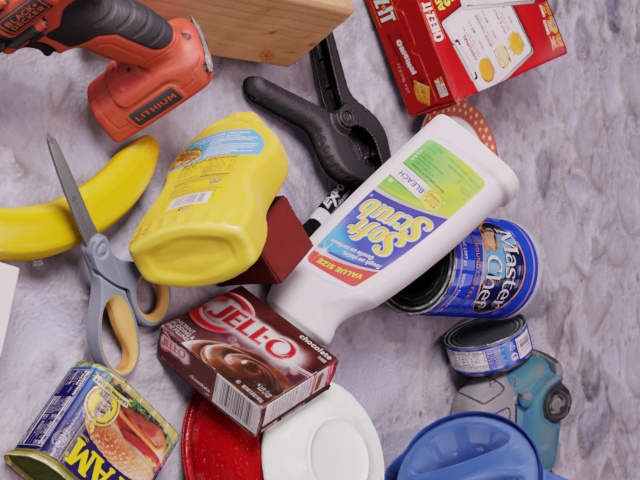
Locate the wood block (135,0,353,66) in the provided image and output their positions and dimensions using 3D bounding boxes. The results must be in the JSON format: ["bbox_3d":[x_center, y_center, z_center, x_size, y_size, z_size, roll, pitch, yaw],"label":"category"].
[{"bbox_3d":[-0.084,-0.206,0.827,0.205,0.090,0.091,0,65,-45],"label":"wood block"}]

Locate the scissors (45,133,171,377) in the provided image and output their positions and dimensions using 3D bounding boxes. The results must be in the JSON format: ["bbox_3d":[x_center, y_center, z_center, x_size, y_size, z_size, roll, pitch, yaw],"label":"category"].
[{"bbox_3d":[-0.149,0.004,0.771,0.096,0.016,0.202,-39,133,-51],"label":"scissors"}]

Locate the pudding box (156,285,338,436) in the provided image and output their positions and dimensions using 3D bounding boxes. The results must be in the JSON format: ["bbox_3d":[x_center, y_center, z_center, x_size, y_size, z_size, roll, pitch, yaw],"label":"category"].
[{"bbox_3d":[-0.058,0.091,0.830,0.089,0.114,0.039,-28,144,-43],"label":"pudding box"}]

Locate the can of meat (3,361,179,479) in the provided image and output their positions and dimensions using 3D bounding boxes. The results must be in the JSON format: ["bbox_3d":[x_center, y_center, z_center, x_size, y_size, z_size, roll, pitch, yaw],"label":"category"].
[{"bbox_3d":[-0.159,0.148,0.759,0.102,0.058,0.083,52,50,-29],"label":"can of meat"}]

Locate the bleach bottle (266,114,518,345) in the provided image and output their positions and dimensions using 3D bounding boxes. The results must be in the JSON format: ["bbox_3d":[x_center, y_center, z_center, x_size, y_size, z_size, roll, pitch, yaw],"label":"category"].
[{"bbox_3d":[0.050,0.010,0.919,0.250,0.103,0.068,-45,165,-9],"label":"bleach bottle"}]

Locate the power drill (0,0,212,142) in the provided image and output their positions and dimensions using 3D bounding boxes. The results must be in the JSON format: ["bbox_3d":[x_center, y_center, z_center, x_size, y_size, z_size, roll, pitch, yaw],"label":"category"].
[{"bbox_3d":[-0.175,-0.127,0.717,0.187,0.185,0.057,23,42,-60],"label":"power drill"}]

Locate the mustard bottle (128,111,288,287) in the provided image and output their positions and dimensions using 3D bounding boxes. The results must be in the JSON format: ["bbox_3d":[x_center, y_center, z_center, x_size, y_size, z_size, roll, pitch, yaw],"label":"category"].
[{"bbox_3d":[-0.075,-0.045,0.823,0.191,0.096,0.058,-74,146,-51],"label":"mustard bottle"}]

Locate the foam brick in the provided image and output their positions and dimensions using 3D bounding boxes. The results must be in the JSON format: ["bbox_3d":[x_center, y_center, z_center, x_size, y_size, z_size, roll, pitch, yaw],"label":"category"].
[{"bbox_3d":[-0.056,0.001,0.861,0.051,0.078,0.053,-46,118,-36],"label":"foam brick"}]

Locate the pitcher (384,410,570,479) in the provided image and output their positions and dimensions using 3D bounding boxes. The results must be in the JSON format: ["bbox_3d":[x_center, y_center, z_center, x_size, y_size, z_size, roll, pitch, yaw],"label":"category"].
[{"bbox_3d":[0.172,0.280,0.990,0.145,0.149,0.242,-33,131,-7],"label":"pitcher"}]

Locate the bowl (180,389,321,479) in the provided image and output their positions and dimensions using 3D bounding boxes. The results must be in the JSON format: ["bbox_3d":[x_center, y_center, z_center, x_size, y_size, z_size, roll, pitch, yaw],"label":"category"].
[{"bbox_3d":[-0.032,0.167,0.864,0.161,0.055,0.162,17,63,-38],"label":"bowl"}]

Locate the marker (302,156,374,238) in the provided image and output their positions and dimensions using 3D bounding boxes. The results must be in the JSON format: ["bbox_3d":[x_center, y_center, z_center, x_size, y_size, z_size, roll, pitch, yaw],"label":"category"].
[{"bbox_3d":[0.012,-0.035,0.974,0.121,0.020,0.020,-51,121,-35],"label":"marker"}]

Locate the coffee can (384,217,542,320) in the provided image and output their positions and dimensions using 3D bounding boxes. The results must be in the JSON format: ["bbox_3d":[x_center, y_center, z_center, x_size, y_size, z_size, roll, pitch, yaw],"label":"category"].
[{"bbox_3d":[0.133,0.024,1.031,0.140,0.103,0.103,6,82,-45],"label":"coffee can"}]

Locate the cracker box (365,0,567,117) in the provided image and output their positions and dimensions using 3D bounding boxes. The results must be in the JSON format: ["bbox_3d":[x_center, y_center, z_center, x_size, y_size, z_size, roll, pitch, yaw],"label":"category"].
[{"bbox_3d":[0.145,-0.233,1.084,0.213,0.072,0.164,-27,98,-42],"label":"cracker box"}]

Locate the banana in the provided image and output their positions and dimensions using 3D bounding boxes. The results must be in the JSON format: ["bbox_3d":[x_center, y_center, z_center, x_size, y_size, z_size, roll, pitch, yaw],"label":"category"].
[{"bbox_3d":[-0.186,-0.027,0.760,0.197,0.037,0.069,-19,102,-45],"label":"banana"}]

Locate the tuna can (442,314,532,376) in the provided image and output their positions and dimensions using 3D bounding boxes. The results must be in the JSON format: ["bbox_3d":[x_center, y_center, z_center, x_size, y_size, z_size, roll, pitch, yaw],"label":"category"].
[{"bbox_3d":[0.169,0.104,1.073,0.085,0.086,0.034,-30,109,-43],"label":"tuna can"}]

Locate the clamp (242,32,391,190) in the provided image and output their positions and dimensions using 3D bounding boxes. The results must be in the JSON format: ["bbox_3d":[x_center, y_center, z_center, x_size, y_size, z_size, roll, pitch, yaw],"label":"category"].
[{"bbox_3d":[0.005,-0.105,0.952,0.120,0.039,0.171,-37,100,-33],"label":"clamp"}]
